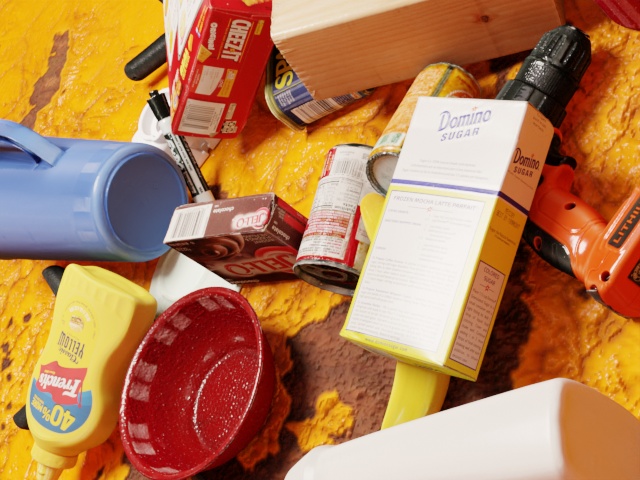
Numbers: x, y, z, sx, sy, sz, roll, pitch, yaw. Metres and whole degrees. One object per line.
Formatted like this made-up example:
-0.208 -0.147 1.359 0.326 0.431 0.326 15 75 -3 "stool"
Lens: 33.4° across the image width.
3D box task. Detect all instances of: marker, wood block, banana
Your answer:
-0.131 -0.084 0.996 0.020 0.020 0.121 -23 94 34 "marker"
0.075 -0.187 0.818 0.206 0.090 0.090 -11 59 21 "wood block"
0.058 0.059 0.746 0.070 0.037 0.198 -2 74 15 "banana"

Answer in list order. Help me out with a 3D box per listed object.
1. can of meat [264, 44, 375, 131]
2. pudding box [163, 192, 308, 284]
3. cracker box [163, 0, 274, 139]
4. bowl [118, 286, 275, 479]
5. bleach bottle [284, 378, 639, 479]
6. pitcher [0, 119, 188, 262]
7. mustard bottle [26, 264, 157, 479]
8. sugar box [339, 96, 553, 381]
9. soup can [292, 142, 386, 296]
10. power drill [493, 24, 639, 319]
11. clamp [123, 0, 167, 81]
0.001 -0.158 0.941 0.084 0.057 0.102 -21 54 31 "can of meat"
-0.056 0.001 0.869 0.114 0.090 0.039 -4 62 39 "pudding box"
-0.093 -0.224 0.971 0.164 0.072 0.214 118 151 -51 "cracker box"
-0.089 0.121 0.860 0.162 0.055 0.162 -24 52 33 "bowl"
0.070 0.151 0.669 0.251 0.102 0.068 -23 48 41 "bleach bottle"
-0.248 -0.046 1.025 0.243 0.148 0.145 4 96 43 "pitcher"
-0.211 0.124 0.936 0.096 0.058 0.192 24 98 33 "mustard bottle"
0.083 -0.005 0.698 0.094 0.048 0.176 12 76 45 "sugar box"
0.024 -0.016 0.822 0.069 0.068 0.102 -3 64 44 "soup can"
0.171 -0.046 0.707 0.184 0.057 0.188 -60 38 4 "power drill"
-0.140 -0.224 1.132 0.172 0.039 0.120 3 70 45 "clamp"
